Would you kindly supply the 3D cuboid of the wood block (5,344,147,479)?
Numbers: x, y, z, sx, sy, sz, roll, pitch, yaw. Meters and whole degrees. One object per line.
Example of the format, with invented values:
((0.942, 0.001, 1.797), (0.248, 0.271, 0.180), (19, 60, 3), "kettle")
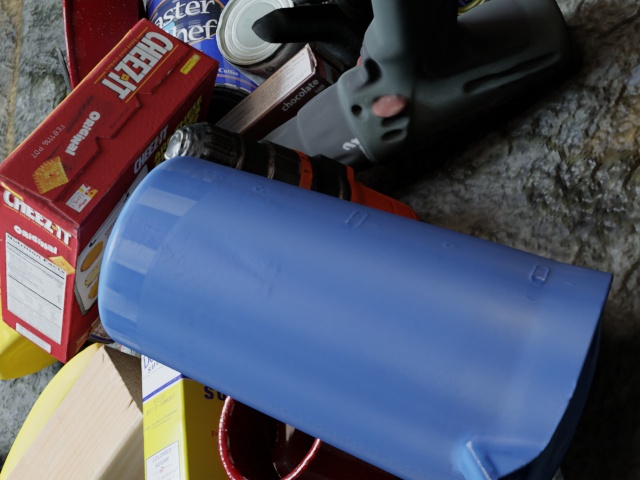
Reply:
((-0.167, 0.191, 0.766), (0.206, 0.090, 0.091), (-53, 41, 8), "wood block")

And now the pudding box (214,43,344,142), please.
((-0.016, -0.075, 0.765), (0.114, 0.089, 0.039), (-39, 43, 24), "pudding box")

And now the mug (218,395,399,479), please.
((-0.001, 0.126, 0.634), (0.093, 0.081, 0.117), (-22, 52, 37), "mug")

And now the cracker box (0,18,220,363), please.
((-0.157, -0.030, 0.762), (0.164, 0.072, 0.214), (-57, -4, -32), "cracker box")

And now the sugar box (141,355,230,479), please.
((-0.068, 0.131, 0.693), (0.048, 0.093, 0.176), (-32, 47, 29), "sugar box")

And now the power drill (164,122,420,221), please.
((-0.055, 0.001, 0.703), (0.188, 0.184, 0.057), (-31, 46, 44), "power drill")

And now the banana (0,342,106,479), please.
((-0.228, 0.174, 0.883), (0.070, 0.037, 0.198), (9, 74, 48), "banana")

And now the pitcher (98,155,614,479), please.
((0.019, 0.038, 0.551), (0.243, 0.149, 0.145), (20, 79, 15), "pitcher")

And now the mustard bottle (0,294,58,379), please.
((-0.292, 0.040, 0.969), (0.096, 0.058, 0.192), (-31, 49, -22), "mustard bottle")

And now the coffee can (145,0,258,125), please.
((-0.093, -0.142, 0.878), (0.103, 0.102, 0.140), (-31, 47, 31), "coffee can")

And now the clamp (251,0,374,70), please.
((0.003, -0.168, 0.731), (0.039, 0.171, 0.120), (-21, 69, 32), "clamp")

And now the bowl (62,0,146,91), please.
((-0.176, -0.163, 0.910), (0.055, 0.162, 0.162), (-5, 54, -3), "bowl")

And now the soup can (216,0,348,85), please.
((-0.023, -0.138, 0.789), (0.069, 0.102, 0.068), (-10, 69, 27), "soup can")

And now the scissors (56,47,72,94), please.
((-0.206, -0.084, 0.937), (0.202, 0.016, 0.096), (105, 153, -75), "scissors")
